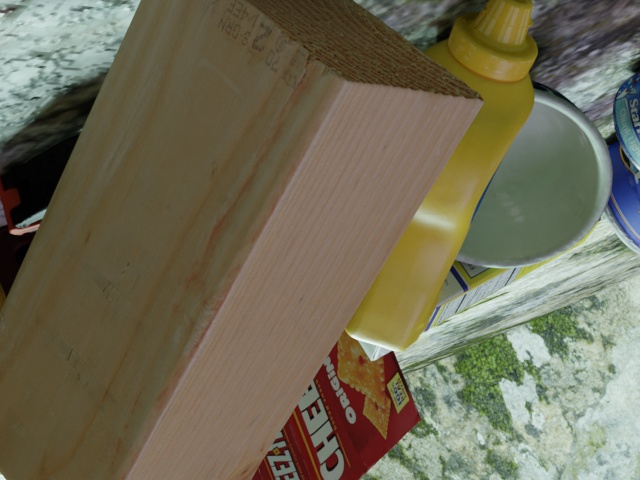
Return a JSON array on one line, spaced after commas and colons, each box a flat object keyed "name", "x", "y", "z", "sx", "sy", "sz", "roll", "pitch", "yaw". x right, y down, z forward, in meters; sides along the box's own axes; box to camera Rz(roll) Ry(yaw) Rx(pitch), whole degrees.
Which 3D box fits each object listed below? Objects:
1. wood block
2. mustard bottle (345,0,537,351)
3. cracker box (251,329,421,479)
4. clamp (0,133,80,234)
[{"name": "wood block", "x": -0.043, "y": 0.008, "z": 0.398, "sx": 0.090, "sy": 0.090, "sz": 0.206, "roll": -5, "pitch": 132, "yaw": -54}, {"name": "mustard bottle", "x": 0.060, "y": -0.040, "z": 0.538, "sx": 0.058, "sy": 0.096, "sz": 0.192, "roll": 19, "pitch": 128, "yaw": -2}, {"name": "cracker box", "x": -0.006, "y": 0.113, "z": 0.874, "sx": 0.072, "sy": 0.164, "sz": 0.213, "roll": -22, "pitch": 179, "yaw": 26}, {"name": "clamp", "x": -0.061, "y": -0.039, "z": 0.501, "sx": 0.171, "sy": 0.039, "sz": 0.120, "roll": -16, "pitch": 163, "yaw": 8}]
